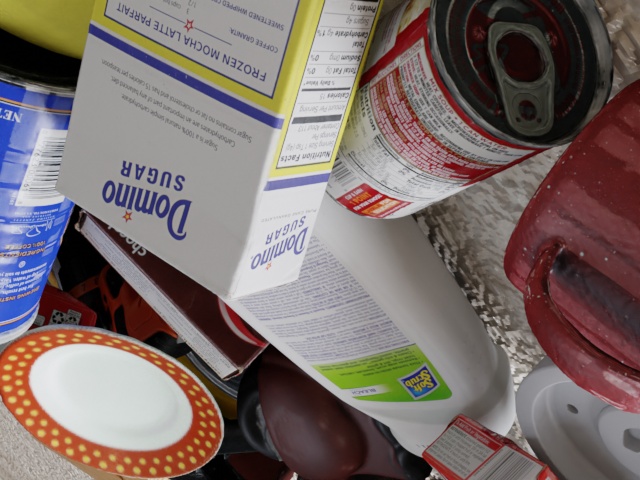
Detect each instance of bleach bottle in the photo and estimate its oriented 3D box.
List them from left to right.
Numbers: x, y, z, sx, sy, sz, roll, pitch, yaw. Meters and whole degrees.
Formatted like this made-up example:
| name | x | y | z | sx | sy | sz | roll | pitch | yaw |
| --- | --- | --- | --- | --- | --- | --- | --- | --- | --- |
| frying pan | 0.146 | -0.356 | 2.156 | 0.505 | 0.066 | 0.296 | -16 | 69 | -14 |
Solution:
| name | x | y | z | sx | sy | sz | roll | pitch | yaw |
| --- | --- | --- | --- | --- | --- | --- | --- | --- | --- |
| bleach bottle | 0.014 | 0.032 | 0.499 | 0.103 | 0.068 | 0.250 | -12 | 131 | 35 |

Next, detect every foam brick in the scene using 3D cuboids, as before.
| name | x | y | z | sx | sy | sz | roll | pitch | yaw |
| --- | --- | --- | --- | --- | --- | --- | --- | --- | --- |
| foam brick | -0.053 | 0.173 | 0.821 | 0.051 | 0.053 | 0.078 | 37 | 152 | 13 |

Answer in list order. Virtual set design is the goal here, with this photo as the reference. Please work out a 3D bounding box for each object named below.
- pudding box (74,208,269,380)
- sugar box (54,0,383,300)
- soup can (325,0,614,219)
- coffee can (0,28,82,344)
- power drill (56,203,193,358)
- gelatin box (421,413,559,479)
| name | x | y | z | sx | sy | sz | roll | pitch | yaw |
| --- | --- | --- | --- | --- | --- | --- | --- | --- | --- |
| pudding box | -0.053 | 0.001 | 0.544 | 0.113 | 0.090 | 0.039 | 45 | 153 | -1 |
| sugar box | -0.028 | -0.079 | 0.354 | 0.093 | 0.048 | 0.176 | 31 | 117 | 29 |
| soup can | 0.042 | -0.050 | 0.372 | 0.068 | 0.068 | 0.102 | 48 | 153 | -8 |
| coffee can | -0.164 | -0.035 | 0.505 | 0.103 | 0.102 | 0.140 | 34 | 115 | 18 |
| power drill | -0.111 | 0.019 | 0.649 | 0.184 | 0.057 | 0.188 | 64 | 150 | 13 |
| gelatin box | 0.090 | 0.117 | 0.459 | 0.073 | 0.030 | 0.089 | 48 | 172 | -14 |
